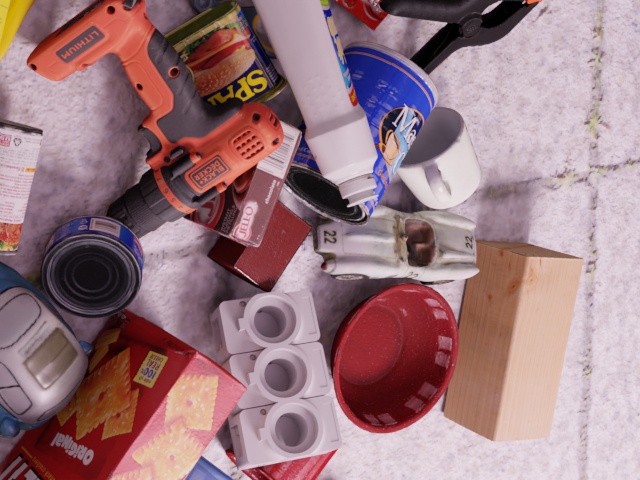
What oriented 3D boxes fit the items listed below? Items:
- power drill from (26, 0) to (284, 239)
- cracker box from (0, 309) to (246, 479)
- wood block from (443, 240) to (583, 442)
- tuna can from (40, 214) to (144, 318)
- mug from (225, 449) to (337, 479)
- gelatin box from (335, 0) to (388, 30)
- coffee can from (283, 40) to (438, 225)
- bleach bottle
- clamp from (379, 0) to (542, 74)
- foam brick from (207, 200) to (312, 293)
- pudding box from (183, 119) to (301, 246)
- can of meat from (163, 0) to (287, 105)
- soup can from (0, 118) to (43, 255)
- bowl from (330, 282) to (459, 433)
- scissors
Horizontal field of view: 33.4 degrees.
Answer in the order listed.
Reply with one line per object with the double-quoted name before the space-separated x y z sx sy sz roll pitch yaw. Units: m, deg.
"power drill" -0.151 -0.102 0.884 0.185 0.057 0.187 -32 115 18
"cracker box" -0.180 0.172 0.897 0.072 0.164 0.213 43 77 -32
"wood block" 0.213 0.110 1.190 0.090 0.090 0.206 3 100 -34
"tuna can" -0.193 0.023 0.907 0.086 0.034 0.086 -3 119 -5
"mug" -0.031 0.210 1.061 0.081 0.093 0.117 -50 154 -19
"gelatin box" 0.041 -0.251 1.003 0.089 0.030 0.073 32 110 -34
"coffee can" 0.033 -0.099 0.997 0.102 0.103 0.140 41 71 -34
"bleach bottle" -0.006 -0.150 0.911 0.068 0.102 0.251 -20 87 8
"clamp" 0.132 -0.220 1.034 0.171 0.039 0.120 -30 149 -1
"foam brick" -0.057 0.001 1.004 0.051 0.053 0.078 40 80 -34
"pudding box" -0.071 -0.058 0.957 0.039 0.090 0.113 24 88 -37
"can of meat" -0.094 -0.149 0.928 0.102 0.057 0.084 -32 117 -2
"soup can" -0.263 -0.046 0.845 0.068 0.069 0.102 11 95 -35
"bowl" 0.066 0.116 1.114 0.161 0.055 0.162 -9 107 -32
"scissors" -0.087 -0.217 0.949 0.096 0.016 0.201 -38 121 -16
